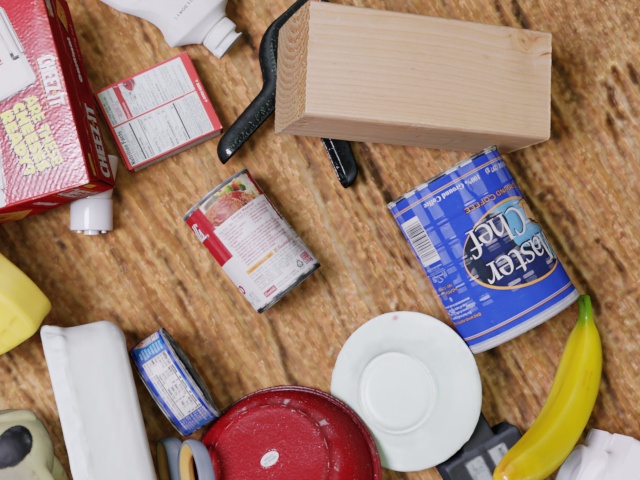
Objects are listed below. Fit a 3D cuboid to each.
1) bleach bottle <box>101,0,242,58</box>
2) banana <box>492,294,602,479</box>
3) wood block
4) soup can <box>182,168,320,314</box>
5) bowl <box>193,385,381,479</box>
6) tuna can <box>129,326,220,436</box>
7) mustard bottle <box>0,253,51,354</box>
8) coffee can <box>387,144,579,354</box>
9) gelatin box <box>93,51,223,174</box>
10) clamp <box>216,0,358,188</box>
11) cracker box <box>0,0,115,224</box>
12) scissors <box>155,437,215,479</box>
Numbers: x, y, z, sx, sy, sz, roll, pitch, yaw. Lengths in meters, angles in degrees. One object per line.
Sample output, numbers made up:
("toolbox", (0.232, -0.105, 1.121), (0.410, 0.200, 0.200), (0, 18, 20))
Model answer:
("bleach bottle", (-0.175, -0.240, 0.894), (0.251, 0.068, 0.103), (41, 105, -5))
("banana", (0.190, 0.136, 0.870), (0.069, 0.037, 0.197), (50, 52, -23))
("wood block", (0.074, -0.128, 0.868), (0.205, 0.090, 0.091), (3, 84, -17))
("soup can", (-0.056, 0.001, 0.879), (0.068, 0.068, 0.102), (-38, 89, -7))
("bowl", (-0.034, 0.181, 0.838), (0.162, 0.055, 0.162), (-5, 61, 8))
("tuna can", (-0.117, 0.114, 0.855), (0.033, 0.086, 0.086), (-34, 88, -5))
("mustard bottle", (-0.293, 0.004, 0.784), (0.096, 0.058, 0.191), (-20, 119, 33))
("coffee can", (0.133, 0.008, 0.874), (0.102, 0.103, 0.140), (-29, 87, -6))
("gelatin box", (-0.137, -0.107, 0.902), (0.089, 0.030, 0.073), (-26, 88, -7))
("clamp", (-0.027, -0.131, 0.906), (0.120, 0.039, 0.171), (3, 80, -18))
("cracker box", (-0.288, -0.091, 0.847), (0.214, 0.072, 0.164), (-16, 86, 8))
("scissors", (-0.086, 0.238, 0.805), (0.016, 0.096, 0.202), (-7, 63, -30))
